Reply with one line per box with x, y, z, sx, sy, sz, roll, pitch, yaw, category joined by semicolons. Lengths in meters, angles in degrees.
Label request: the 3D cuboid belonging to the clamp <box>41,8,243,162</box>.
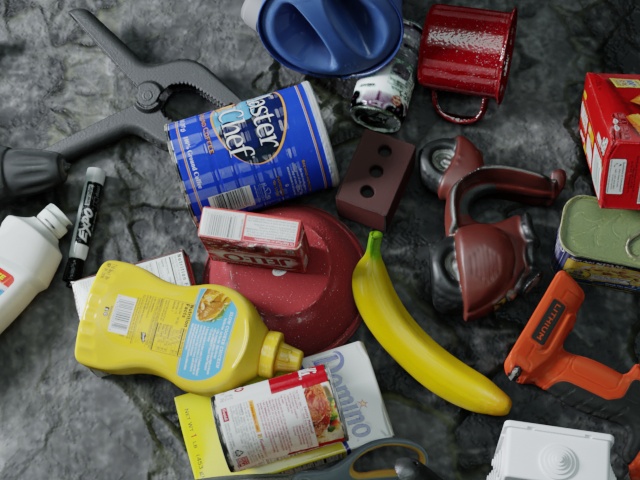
-0.175;-0.130;1.057;0.210;0.036;0.164;17;83;6;clamp

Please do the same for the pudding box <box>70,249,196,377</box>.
-0.166;0.067;0.989;0.113;0.039;0.090;-15;71;-3;pudding box

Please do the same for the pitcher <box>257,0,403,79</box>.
0.019;-0.289;1.019;0.149;0.144;0.242;-29;43;40;pitcher

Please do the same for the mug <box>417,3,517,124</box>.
0.139;-0.171;1.029;0.081;0.093;0.117;11;109;13;mug

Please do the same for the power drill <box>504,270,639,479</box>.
0.271;0.105;0.932;0.188;0.057;0.184;32;76;14;power drill

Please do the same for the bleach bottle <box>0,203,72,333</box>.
-0.338;0.056;0.994;0.103;0.068;0.250;41;76;15;bleach bottle

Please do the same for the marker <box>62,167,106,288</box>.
-0.228;-0.012;1.030;0.020;0.020;0.121;7;72;6;marker

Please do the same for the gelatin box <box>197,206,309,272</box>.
-0.056;0.001;0.925;0.089;0.073;0.030;8;73;6;gelatin box

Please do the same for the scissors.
-0.003;0.223;0.910;0.201;0.016;0.096;-15;100;-3;scissors

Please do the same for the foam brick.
0.053;-0.056;1.007;0.053;0.051;0.078;20;73;10;foam brick

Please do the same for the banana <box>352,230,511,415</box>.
0.087;0.087;0.950;0.037;0.070;0.198;-34;82;-38;banana

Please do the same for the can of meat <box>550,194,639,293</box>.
0.260;0.007;0.953;0.102;0.084;0.057;11;72;8;can of meat

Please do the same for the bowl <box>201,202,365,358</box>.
-0.034;0.032;0.982;0.162;0.055;0.162;-1;72;4;bowl

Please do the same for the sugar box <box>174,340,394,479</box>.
-0.031;0.159;0.944;0.176;0.048;0.093;-18;71;-1;sugar box

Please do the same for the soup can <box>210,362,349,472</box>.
-0.034;0.148;0.887;0.102;0.068;0.068;-16;71;-3;soup can

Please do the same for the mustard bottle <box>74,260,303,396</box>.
-0.109;0.083;0.926;0.192;0.058;0.096;12;74;8;mustard bottle

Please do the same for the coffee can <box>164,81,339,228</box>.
-0.063;-0.080;0.997;0.140;0.103;0.103;-17;71;-2;coffee can
